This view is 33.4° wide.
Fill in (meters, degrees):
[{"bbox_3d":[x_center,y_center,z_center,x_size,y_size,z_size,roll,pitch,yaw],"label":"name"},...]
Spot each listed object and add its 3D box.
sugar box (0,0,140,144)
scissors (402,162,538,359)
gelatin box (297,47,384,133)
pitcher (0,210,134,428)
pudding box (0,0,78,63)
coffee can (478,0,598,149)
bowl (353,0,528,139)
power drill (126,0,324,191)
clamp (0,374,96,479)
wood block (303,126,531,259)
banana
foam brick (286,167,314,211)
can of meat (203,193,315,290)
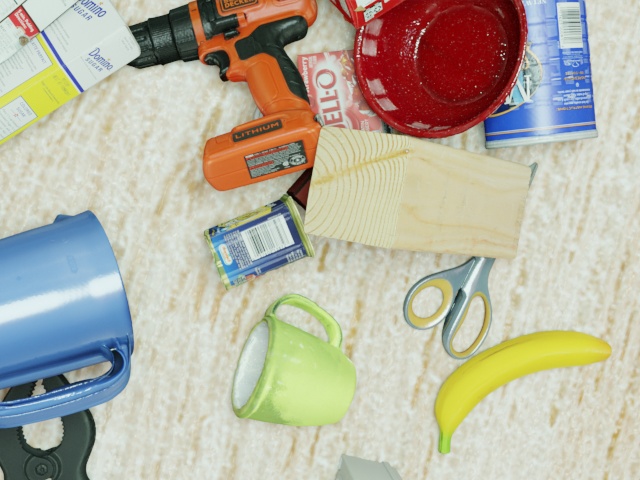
[{"bbox_3d":[-0.250,-0.152,0.922,0.176,0.048,0.093,-32,57,-5],"label":"sugar box"},{"bbox_3d":[0.140,0.013,1.022,0.096,0.016,0.202,13,92,-8],"label":"scissors"},{"bbox_3d":[0.019,-0.129,0.980,0.073,0.030,0.089,-4,91,8],"label":"gelatin box"},{"bbox_3d":[-0.280,0.075,0.876,0.242,0.149,0.145,-17,103,-21],"label":"pitcher"},{"bbox_3d":[-0.252,-0.212,0.875,0.113,0.090,0.039,-44,58,-12],"label":"pudding box"},{"bbox_3d":[0.195,-0.158,0.974,0.102,0.103,0.140,-7,95,-7],"label":"coffee can"},{"bbox_3d":[0.111,-0.166,0.927,0.162,0.055,0.162,-1,87,31],"label":"bowl"},{"bbox_3d":[-0.079,-0.137,0.919,0.184,0.057,0.188,-16,61,2],"label":"power drill"},{"bbox_3d":[-0.260,0.211,0.970,0.164,0.036,0.210,-10,93,-7],"label":"clamp"},{"bbox_3d":[0.089,-0.037,0.915,0.205,0.091,0.090,5,95,-52],"label":"wood block"},{"bbox_3d":[0.185,0.128,1.028,0.197,0.037,0.069,-29,116,-4],"label":"banana"},{"bbox_3d":[0.006,-0.045,0.970,0.053,0.078,0.051,41,88,-6],"label":"foam brick"},{"bbox_3d":[-0.056,0.001,0.952,0.084,0.102,0.057,-23,97,-4],"label":"can of meat"}]
